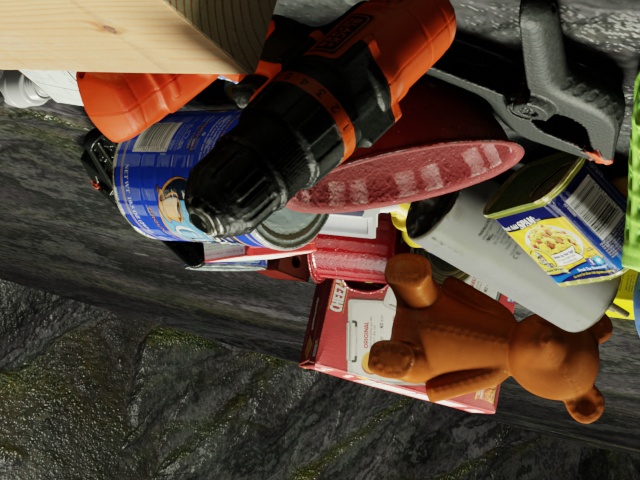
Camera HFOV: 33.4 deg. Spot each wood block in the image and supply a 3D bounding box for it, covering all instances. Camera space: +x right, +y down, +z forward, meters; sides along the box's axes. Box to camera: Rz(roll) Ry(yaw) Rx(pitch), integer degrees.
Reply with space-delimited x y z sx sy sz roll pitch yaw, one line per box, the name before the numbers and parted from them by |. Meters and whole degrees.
wood block | -0.128 -0.142 0.533 0.206 0.090 0.090 7 166 31

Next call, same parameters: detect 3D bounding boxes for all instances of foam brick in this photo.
foam brick | -0.039 0.000 1.138 0.051 0.078 0.052 2 166 43

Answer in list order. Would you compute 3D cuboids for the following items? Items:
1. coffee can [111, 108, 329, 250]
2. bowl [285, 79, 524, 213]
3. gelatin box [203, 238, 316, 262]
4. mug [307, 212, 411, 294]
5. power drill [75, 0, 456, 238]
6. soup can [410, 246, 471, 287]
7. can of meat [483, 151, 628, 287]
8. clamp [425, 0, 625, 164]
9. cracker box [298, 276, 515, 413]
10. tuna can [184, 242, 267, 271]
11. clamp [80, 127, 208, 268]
coffee can | -0.073 -0.048 0.799 0.141 0.103 0.102 4 165 42
bowl | 0.049 -0.064 0.702 0.162 0.055 0.162 -10 171 -2
gelatin box | -0.056 0.001 0.975 0.073 0.030 0.089 -3 176 -31
mug | 0.041 0.007 1.016 0.082 0.093 0.117 5 131 16
power drill | -0.045 -0.077 0.563 0.188 0.184 0.057 16 139 42
soup can | 0.112 0.020 1.078 0.068 0.068 0.102 15 168 -9
can of meat | 0.181 -0.015 0.779 0.084 0.057 0.102 45 161 -10
clamp | 0.113 -0.092 0.621 0.120 0.039 0.171 12 163 43
cracker box | 0.098 0.084 1.161 0.213 0.164 0.072 17 166 -16
tuna can | -0.096 0.013 1.085 0.086 0.034 0.086 0 175 0
clamp | -0.197 -0.058 1.049 0.164 0.036 0.210 55 166 -30
